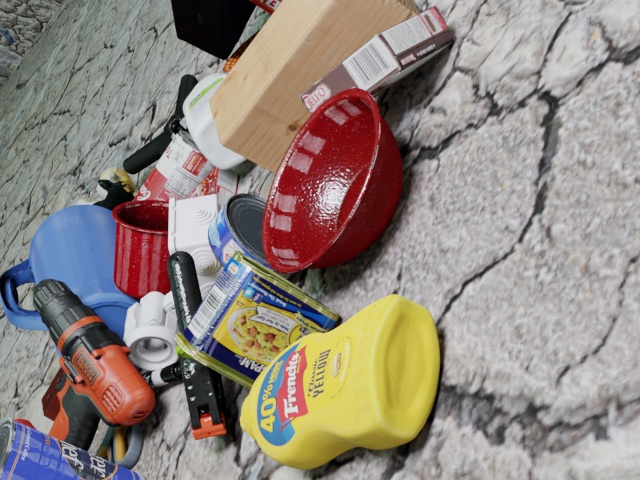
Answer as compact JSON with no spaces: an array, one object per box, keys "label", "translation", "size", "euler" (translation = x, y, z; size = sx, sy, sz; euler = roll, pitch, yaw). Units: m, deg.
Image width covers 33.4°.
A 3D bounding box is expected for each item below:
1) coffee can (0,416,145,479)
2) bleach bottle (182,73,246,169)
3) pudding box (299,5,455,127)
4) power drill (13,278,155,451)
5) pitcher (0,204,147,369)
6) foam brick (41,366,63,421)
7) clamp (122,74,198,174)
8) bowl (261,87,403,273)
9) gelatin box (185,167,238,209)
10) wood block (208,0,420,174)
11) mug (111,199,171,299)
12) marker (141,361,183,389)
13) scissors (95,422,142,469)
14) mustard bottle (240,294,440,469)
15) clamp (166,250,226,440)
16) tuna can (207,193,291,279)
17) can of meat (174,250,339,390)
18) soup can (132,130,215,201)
[{"label":"coffee can","translation":[-0.245,0.236,0.976],"size":[0.103,0.140,0.103],"euler":[-44,28,31]},{"label":"bleach bottle","translation":[-0.110,-0.157,1.246],"size":[0.102,0.068,0.251],"euler":[-38,21,2]},{"label":"pudding box","translation":[0.048,-0.148,0.912],"size":[0.114,0.039,0.089],"euler":[-29,5,47]},{"label":"power drill","translation":[-0.264,0.156,1.074],"size":[0.185,0.057,0.188],"euler":[47,115,27]},{"label":"pitcher","translation":[-0.271,0.063,1.227],"size":[0.149,0.144,0.243],"euler":[-53,28,8]},{"label":"foam brick","translation":[-0.278,0.171,1.224],"size":[0.078,0.051,0.053],"euler":[-59,24,4]},{"label":"clamp","translation":[-0.195,-0.140,1.422],"size":[0.164,0.036,0.210],"euler":[-54,27,2]},{"label":"bowl","translation":[0.018,-0.040,0.866],"size":[0.162,0.055,0.162],"euler":[-41,36,39]},{"label":"gelatin box","translation":[-0.125,-0.032,1.178],"size":[0.073,0.030,0.089],"euler":[-43,29,34]},{"label":"wood block","translation":[-0.009,-0.172,1.024],"size":[0.206,0.090,0.090],"euler":[-49,33,22]},{"label":"mug","translation":[-0.179,0.006,1.128],"size":[0.117,0.093,0.081],"euler":[-137,50,-56]},{"label":"marker","translation":[-0.174,0.142,1.075],"size":[0.121,0.020,0.020],"euler":[-23,43,43]},{"label":"scissors","translation":[-0.223,0.197,1.131],"size":[0.096,0.016,0.202],"euler":[-58,24,5]},{"label":"mustard bottle","translation":[0.001,0.108,0.742],"size":[0.192,0.058,0.096],"euler":[-30,43,49]},{"label":"clamp","translation":[-0.107,0.093,0.927],"size":[0.039,0.120,0.171],"euler":[-20,35,1]},{"label":"tuna can","translation":[-0.056,0.001,0.939],"size":[0.034,0.086,0.086],"euler":[-47,27,30]},{"label":"can of meat","translation":[-0.047,0.068,0.830],"size":[0.084,0.102,0.057],"euler":[-57,25,1]},{"label":"soup can","translation":[-0.165,-0.069,1.253],"size":[0.102,0.068,0.068],"euler":[-55,24,10]}]
